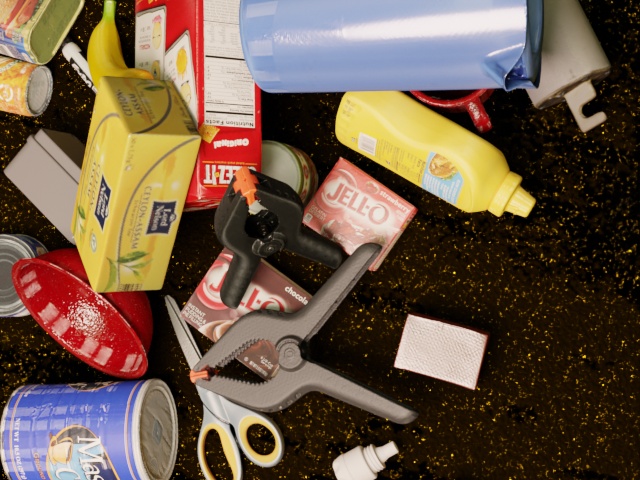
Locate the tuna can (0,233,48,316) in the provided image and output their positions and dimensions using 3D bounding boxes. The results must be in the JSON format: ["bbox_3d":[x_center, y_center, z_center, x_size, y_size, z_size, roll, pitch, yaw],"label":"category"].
[{"bbox_3d":[-0.318,0.036,1.091,0.086,0.033,0.086,0,88,13],"label":"tuna can"}]

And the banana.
[{"bbox_3d":[-0.197,-0.167,1.025,0.037,0.198,0.070,-4,124,-22],"label":"banana"}]

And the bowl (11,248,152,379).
[{"bbox_3d":[-0.217,0.060,1.029,0.162,0.162,0.055,31,57,12],"label":"bowl"}]

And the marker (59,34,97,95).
[{"bbox_3d":[-0.238,-0.173,1.088,0.020,0.020,0.121,-42,80,8],"label":"marker"}]

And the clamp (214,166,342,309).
[{"bbox_3d":[-0.056,0.001,0.941,0.120,0.171,0.039,-32,53,1],"label":"clamp"}]

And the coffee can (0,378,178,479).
[{"bbox_3d":[-0.221,0.187,1.029,0.140,0.102,0.103,-4,87,13],"label":"coffee can"}]

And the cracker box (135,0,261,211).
[{"bbox_3d":[-0.115,-0.137,0.987,0.072,0.164,0.214,0,88,-28],"label":"cracker box"}]

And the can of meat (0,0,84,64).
[{"bbox_3d":[-0.297,-0.231,1.068,0.084,0.057,0.102,18,71,19],"label":"can of meat"}]

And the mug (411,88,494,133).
[{"bbox_3d":[0.126,-0.151,0.972,0.093,0.081,0.117,-29,82,10],"label":"mug"}]

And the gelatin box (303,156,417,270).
[{"bbox_3d":[0.036,-0.025,1.015,0.089,0.030,0.073,36,96,11],"label":"gelatin box"}]

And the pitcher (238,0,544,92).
[{"bbox_3d":[0.063,-0.192,0.889,0.243,0.149,0.145,-1,102,17],"label":"pitcher"}]

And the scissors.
[{"bbox_3d":[-0.092,0.145,1.046,0.096,0.016,0.202,-10,86,11],"label":"scissors"}]

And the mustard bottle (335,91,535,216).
[{"bbox_3d":[0.107,-0.076,0.967,0.192,0.096,0.058,31,70,11],"label":"mustard bottle"}]

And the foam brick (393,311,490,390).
[{"bbox_3d":[0.113,0.100,0.983,0.078,0.051,0.053,15,91,12],"label":"foam brick"}]

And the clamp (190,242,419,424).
[{"bbox_3d":[-0.020,0.093,0.979,0.210,0.036,0.164,-8,81,16],"label":"clamp"}]

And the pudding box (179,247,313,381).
[{"bbox_3d":[-0.065,0.067,1.030,0.113,0.039,0.090,35,95,11],"label":"pudding box"}]
